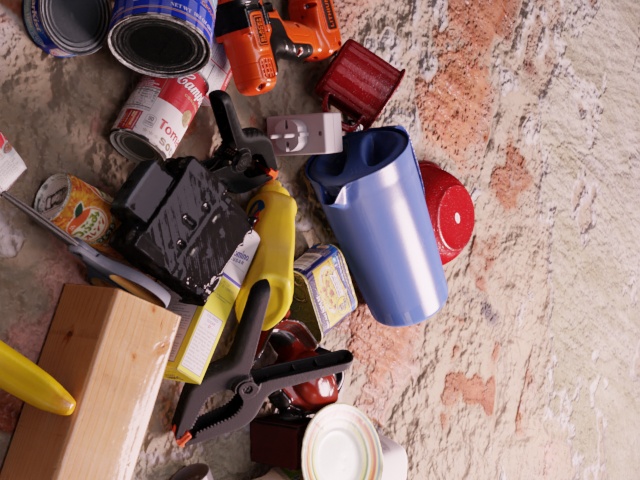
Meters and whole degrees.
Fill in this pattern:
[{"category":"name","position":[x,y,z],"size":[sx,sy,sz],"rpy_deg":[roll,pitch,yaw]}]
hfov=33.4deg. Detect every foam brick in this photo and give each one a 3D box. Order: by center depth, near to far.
[{"category":"foam brick","position":[-0.038,0.237,1.265],"size":[0.052,0.078,0.051],"rpy_deg":[-3,92,-48]}]

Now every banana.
[{"category":"banana","position":[-0.308,0.098,0.957],"size":[0.197,0.070,0.037],"rpy_deg":[41,78,-26]}]

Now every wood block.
[{"category":"wood block","position":[-0.225,0.155,1.044],"size":[0.090,0.091,0.206],"rpy_deg":[30,70,-44]}]

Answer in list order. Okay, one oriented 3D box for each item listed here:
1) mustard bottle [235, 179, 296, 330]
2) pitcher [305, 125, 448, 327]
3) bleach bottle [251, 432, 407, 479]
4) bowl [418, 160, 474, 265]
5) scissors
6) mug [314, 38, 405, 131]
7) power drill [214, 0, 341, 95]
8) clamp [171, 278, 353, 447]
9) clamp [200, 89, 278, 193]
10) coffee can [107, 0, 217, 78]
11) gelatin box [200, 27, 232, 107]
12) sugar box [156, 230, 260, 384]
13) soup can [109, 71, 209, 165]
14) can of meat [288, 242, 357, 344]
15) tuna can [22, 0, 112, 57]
[{"category":"mustard bottle","position":[-0.058,0.001,1.212],"size":[0.058,0.096,0.191],"rpy_deg":[13,45,-11]},{"category":"pitcher","position":[0.086,-0.019,1.362],"size":[0.149,0.145,0.243],"rpy_deg":[-24,119,-3]},{"category":"bleach bottle","position":[-0.013,0.293,1.294],"size":[0.250,0.103,0.068],"rpy_deg":[-8,103,-41]},{"category":"bowl","position":[0.170,-0.032,1.504],"size":[0.161,0.055,0.162],"rpy_deg":[-3,94,-48]},{"category":"scissors","position":[-0.238,0.015,1.047],"size":[0.201,0.096,0.016],"rpy_deg":[34,63,-24]},{"category":"mug","position":[0.041,-0.186,1.315],"size":[0.081,0.093,0.117],"rpy_deg":[33,66,-8]},{"category":"power drill","position":[-0.056,-0.265,1.220],"size":[0.187,0.057,0.184],"rpy_deg":[-24,103,-54]},{"category":"clamp","position":[-0.074,0.152,1.163],"size":[0.164,0.036,0.210],"rpy_deg":[35,104,-33]},{"category":"clamp","position":[-0.097,-0.104,1.187],"size":[0.171,0.039,0.120],"rpy_deg":[-1,125,-60]},{"category":"coffee can","position":[-0.153,-0.250,1.074],"size":[0.102,0.103,0.140],"rpy_deg":[32,52,-44]},{"category":"gelatin box","position":[-0.136,-0.202,1.175],"size":[0.089,0.030,0.073],"rpy_deg":[40,64,-42]},{"category":"sugar box","position":[-0.136,0.061,1.138],"size":[0.048,0.094,0.176],"rpy_deg":[44,61,-40]},{"category":"soup can","position":[-0.168,-0.134,1.113],"size":[0.068,0.069,0.102],"rpy_deg":[45,60,-39]},{"category":"can of meat","position":[-0.006,0.063,1.311],"size":[0.083,0.058,0.102],"rpy_deg":[-37,119,-43]},{"category":"tuna can","position":[-0.248,-0.223,1.046],"size":[0.085,0.034,0.086],"rpy_deg":[-3,93,-48]}]
